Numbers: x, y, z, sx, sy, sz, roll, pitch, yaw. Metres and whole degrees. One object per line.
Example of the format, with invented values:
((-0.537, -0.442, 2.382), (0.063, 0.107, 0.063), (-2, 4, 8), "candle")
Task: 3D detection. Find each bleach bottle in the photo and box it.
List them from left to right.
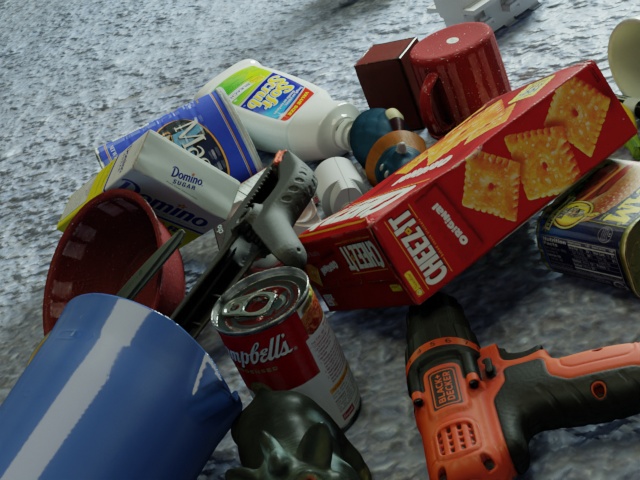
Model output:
((-0.031, -0.133, 1.123), (0.102, 0.068, 0.251), (-37, 33, -23), "bleach bottle")

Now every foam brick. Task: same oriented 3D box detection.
((0.077, -0.153, 1.055), (0.051, 0.078, 0.053), (-6, 30, 31), "foam brick")

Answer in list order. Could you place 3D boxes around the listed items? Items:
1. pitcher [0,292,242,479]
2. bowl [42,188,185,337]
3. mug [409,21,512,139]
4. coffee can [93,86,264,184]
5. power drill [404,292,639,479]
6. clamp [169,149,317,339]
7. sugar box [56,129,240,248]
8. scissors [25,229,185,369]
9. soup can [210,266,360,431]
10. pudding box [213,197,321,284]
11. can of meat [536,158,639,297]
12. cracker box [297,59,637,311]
((-0.165, 0.160, 0.632), (0.145, 0.149, 0.242), (30, 55, 3), "pitcher")
((-0.160, 0.041, 0.875), (0.162, 0.055, 0.162), (-15, 68, 41), "bowl")
((0.126, -0.145, 0.997), (0.093, 0.081, 0.117), (5, 39, 43), "mug")
((-0.139, -0.077, 1.062), (0.140, 0.103, 0.103), (-27, 28, -5), "coffee can")
((0.142, 0.068, 0.641), (0.188, 0.057, 0.184), (-22, 31, 11), "power drill")
((-0.055, 0.001, 0.831), (0.165, 0.036, 0.210), (-38, 20, 29), "clamp")
((-0.154, -0.029, 0.933), (0.177, 0.093, 0.048), (-25, 40, 55), "sugar box")
((-0.165, 0.077, 0.813), (0.202, 0.016, 0.096), (-33, 51, 33), "scissors")
((-0.021, 0.077, 0.701), (0.068, 0.102, 0.068), (-19, 28, 10), "soup can")
((-0.040, 0.001, 0.905), (0.090, 0.039, 0.113), (-23, 35, 0), "pudding box")
((0.210, -0.012, 0.728), (0.102, 0.057, 0.084), (-36, 27, -24), "can of meat")
((0.098, -0.036, 0.782), (0.213, 0.072, 0.164), (-35, 7, -19), "cracker box")
